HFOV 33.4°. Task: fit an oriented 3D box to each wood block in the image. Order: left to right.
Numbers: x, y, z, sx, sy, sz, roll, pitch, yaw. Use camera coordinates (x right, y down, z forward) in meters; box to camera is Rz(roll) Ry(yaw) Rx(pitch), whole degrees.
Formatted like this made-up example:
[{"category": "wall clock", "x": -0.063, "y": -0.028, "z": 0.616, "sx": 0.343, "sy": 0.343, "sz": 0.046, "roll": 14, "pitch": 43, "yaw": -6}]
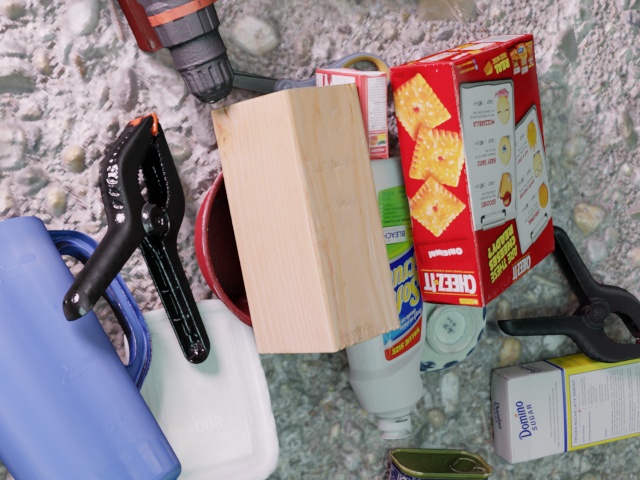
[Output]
[{"category": "wood block", "x": -0.011, "y": -0.017, "z": 0.880, "sx": 0.090, "sy": 0.091, "sz": 0.206, "roll": -15, "pitch": 95, "yaw": -46}]

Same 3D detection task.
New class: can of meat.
[{"category": "can of meat", "x": 0.114, "y": 0.260, "z": 1.073, "sx": 0.102, "sy": 0.057, "sz": 0.084, "roll": 6, "pitch": 102, "yaw": -20}]

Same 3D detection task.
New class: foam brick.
[{"category": "foam brick", "x": -0.139, "y": -0.203, "z": 0.886, "sx": 0.053, "sy": 0.051, "sz": 0.078, "roll": -29, "pitch": 109, "yaw": -12}]

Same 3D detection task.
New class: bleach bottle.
[{"category": "bleach bottle", "x": 0.060, "y": 0.052, "z": 0.967, "sx": 0.102, "sy": 0.068, "sz": 0.251, "roll": -10, "pitch": 96, "yaw": -46}]

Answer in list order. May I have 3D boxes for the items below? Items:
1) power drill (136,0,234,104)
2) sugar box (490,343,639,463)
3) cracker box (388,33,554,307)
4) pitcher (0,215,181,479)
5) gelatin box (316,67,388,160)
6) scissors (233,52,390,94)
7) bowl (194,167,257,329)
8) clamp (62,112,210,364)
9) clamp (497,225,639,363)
[{"category": "power drill", "x": -0.069, "y": -0.224, "z": 0.864, "sx": 0.187, "sy": 0.057, "sz": 0.184, "roll": -36, "pitch": 114, "yaw": -37}, {"category": "sugar box", "x": 0.265, "y": 0.168, "z": 1.112, "sx": 0.176, "sy": 0.048, "sz": 0.093, "roll": -7, "pitch": 100, "yaw": -15}, {"category": "cracker box", "x": 0.141, "y": -0.068, "z": 0.966, "sx": 0.163, "sy": 0.072, "sz": 0.214, "roll": -28, "pitch": 115, "yaw": -50}, {"category": "pitcher", "x": -0.208, "y": 0.107, "z": 0.840, "sx": 0.149, "sy": 0.145, "sz": 0.243, "roll": -35, "pitch": 83, "yaw": 3}, {"category": "gelatin box", "x": 0.027, "y": -0.111, "z": 0.924, "sx": 0.030, "sy": 0.089, "sz": 0.073, "roll": -7, "pitch": 104, "yaw": -24}, {"category": "scissors", "x": -0.017, "y": -0.150, "z": 0.959, "sx": 0.201, "sy": 0.016, "sz": 0.096, "roll": 26, "pitch": 90, "yaw": -23}, {"category": "bowl", "x": -0.056, "y": 0.001, "z": 0.937, "sx": 0.161, "sy": 0.055, "sz": 0.162, "roll": 6, "pitch": 82, "yaw": -45}, {"category": "clamp", "x": -0.151, "y": -0.010, "z": 0.871, "sx": 0.164, "sy": 0.036, "sz": 0.210, "roll": 21, "pitch": 58, "yaw": -58}, {"category": "clamp", "x": 0.272, "y": 0.062, "z": 1.079, "sx": 0.171, "sy": 0.039, "sz": 0.120, "roll": 21, "pitch": 89, "yaw": -13}]
